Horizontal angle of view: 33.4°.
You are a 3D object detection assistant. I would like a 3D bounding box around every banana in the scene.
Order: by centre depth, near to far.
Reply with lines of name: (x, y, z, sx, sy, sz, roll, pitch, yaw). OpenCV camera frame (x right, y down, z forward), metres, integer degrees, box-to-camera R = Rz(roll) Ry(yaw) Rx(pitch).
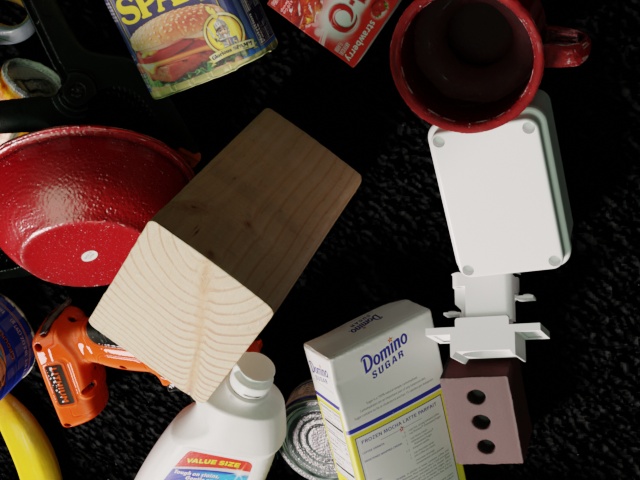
banana: (-0.269, 0.231, 0.992, 0.070, 0.037, 0.198, 11, 118, 11)

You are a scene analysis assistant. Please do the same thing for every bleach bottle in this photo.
bleach bottle: (-0.095, 0.177, 0.838, 0.102, 0.068, 0.251, 23, 128, -2)

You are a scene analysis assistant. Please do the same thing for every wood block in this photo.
wood block: (-0.054, 0.001, 0.710, 0.090, 0.205, 0.091, 36, 120, -2)

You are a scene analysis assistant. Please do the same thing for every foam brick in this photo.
foam brick: (0.125, 0.122, 0.799, 0.053, 0.051, 0.078, -6, 113, 21)

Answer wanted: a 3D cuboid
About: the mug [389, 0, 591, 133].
mug: (0.109, -0.124, 0.667, 0.117, 0.081, 0.093, 2, 116, 17)

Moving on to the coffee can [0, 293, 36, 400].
coffee can: (-0.317, 0.113, 0.890, 0.103, 0.140, 0.103, 8, 117, 15)

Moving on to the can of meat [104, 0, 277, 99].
can of meat: (-0.090, -0.154, 0.734, 0.102, 0.057, 0.084, -16, 111, 24)

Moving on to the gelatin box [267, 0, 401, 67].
gelatin box: (0.019, -0.172, 0.703, 0.073, 0.030, 0.089, 36, 121, -1)

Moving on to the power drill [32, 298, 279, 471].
power drill: (-0.130, 0.116, 0.880, 0.188, 0.057, 0.184, -2, 118, 18)

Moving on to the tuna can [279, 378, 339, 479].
tuna can: (0.007, 0.155, 0.865, 0.086, 0.033, 0.086, 8, 117, 15)

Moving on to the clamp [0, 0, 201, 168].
clamp: (-0.178, -0.115, 0.764, 0.209, 0.036, 0.164, 22, 81, -19)

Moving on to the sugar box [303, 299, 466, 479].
sugar box: (0.053, 0.141, 0.811, 0.048, 0.093, 0.176, 21, 130, 59)

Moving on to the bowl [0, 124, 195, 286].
bowl: (-0.166, -0.012, 0.757, 0.162, 0.055, 0.162, -6, 150, -4)
